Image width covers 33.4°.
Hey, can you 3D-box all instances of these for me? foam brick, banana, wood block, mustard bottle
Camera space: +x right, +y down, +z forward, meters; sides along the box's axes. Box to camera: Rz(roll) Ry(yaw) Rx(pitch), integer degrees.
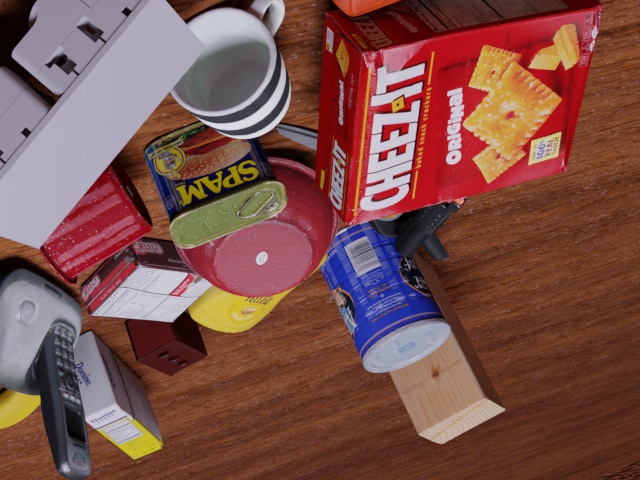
[{"bbox_3d":[-0.168,0.108,1.167,0.053,0.051,0.078,-30,153,11],"label":"foam brick"},{"bbox_3d":[-0.323,0.157,1.142,0.069,0.037,0.198,4,141,-46],"label":"banana"},{"bbox_3d":[0.124,0.125,1.269,0.091,0.206,0.090,-31,152,14],"label":"wood block"},{"bbox_3d":[-0.049,0.022,1.104,0.096,0.058,0.192,15,134,-45],"label":"mustard bottle"}]

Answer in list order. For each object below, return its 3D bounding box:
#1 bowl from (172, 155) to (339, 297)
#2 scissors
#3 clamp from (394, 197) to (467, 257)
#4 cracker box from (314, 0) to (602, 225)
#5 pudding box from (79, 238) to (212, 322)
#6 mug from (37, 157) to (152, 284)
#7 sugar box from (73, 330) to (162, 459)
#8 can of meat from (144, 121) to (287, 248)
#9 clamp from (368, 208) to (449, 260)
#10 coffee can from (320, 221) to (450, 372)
[{"bbox_3d":[-0.057,0.001,1.000,0.162,0.055,0.162,-6,130,-8],"label":"bowl"},{"bbox_3d":[0.029,-0.063,1.024,0.201,0.016,0.096,-3,115,-38],"label":"scissors"},{"bbox_3d":[0.129,-0.055,1.017,0.164,0.036,0.210,-53,176,-1],"label":"clamp"},{"bbox_3d":[0.108,-0.113,0.852,0.213,0.072,0.164,-15,133,-20],"label":"cracker box"},{"bbox_3d":[-0.168,0.041,1.062,0.113,0.039,0.090,12,136,-47],"label":"pudding box"},{"bbox_3d":[-0.196,-0.033,0.866,0.081,0.093,0.117,-30,117,0],"label":"mug"},{"bbox_3d":[-0.232,0.176,1.192,0.048,0.093,0.176,-25,152,0],"label":"sugar box"},{"bbox_3d":[-0.091,-0.053,0.904,0.102,0.084,0.057,-22,153,-6],"label":"can of meat"},{"bbox_3d":[0.103,-0.027,1.144,0.171,0.039,0.120,-1,119,-34],"label":"clamp"},{"bbox_3d":[0.068,0.060,1.178,0.102,0.140,0.103,-19,153,-11],"label":"coffee can"}]
